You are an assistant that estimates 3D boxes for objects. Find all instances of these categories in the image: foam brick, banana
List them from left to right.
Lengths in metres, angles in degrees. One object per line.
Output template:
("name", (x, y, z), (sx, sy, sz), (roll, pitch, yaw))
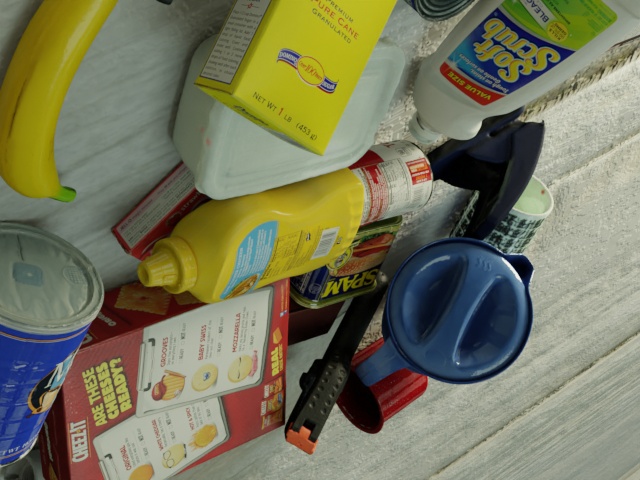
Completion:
("banana", (-0.163, -0.094, 0.647), (0.069, 0.037, 0.198), (-38, 159, -50))
("foam brick", (-0.026, 0.062, 1.006), (0.078, 0.051, 0.053), (-13, 141, -41))

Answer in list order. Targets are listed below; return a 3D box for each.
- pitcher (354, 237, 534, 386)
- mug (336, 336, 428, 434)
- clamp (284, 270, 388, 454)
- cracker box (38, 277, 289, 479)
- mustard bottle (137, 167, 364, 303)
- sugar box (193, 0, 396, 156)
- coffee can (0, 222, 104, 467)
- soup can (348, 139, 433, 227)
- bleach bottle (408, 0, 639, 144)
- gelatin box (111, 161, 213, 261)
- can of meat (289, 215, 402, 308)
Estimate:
("pitcher", (0.114, 0.084, 1.068), (0.243, 0.149, 0.145), (97, 2, -81))
("mug", (0.063, 0.163, 1.228), (0.081, 0.093, 0.117), (-29, 180, -30))
("clamp", (0.001, 0.137, 1.017), (0.165, 0.036, 0.209), (-60, -178, 35))
("cracker box", (-0.129, 0.112, 0.892), (0.213, 0.072, 0.164), (-19, 125, -34))
("mustard bottle", (-0.056, 0.001, 0.814), (0.191, 0.058, 0.096), (-19, 147, -40))
("sugar box", (0.000, -0.152, 0.672), (0.093, 0.048, 0.176), (29, 87, -47))
("coffee can", (-0.221, 0.073, 0.730), (0.102, 0.103, 0.140), (-6, 136, -47))
("soup can", (0.040, -0.047, 0.920), (0.102, 0.069, 0.069), (-16, 143, -39))
("bleach bottle", (0.156, -0.149, 0.848), (0.068, 0.102, 0.251), (-44, 180, -42))
("gelatin box", (-0.106, -0.016, 0.823), (0.089, 0.030, 0.073), (-44, 151, 3))
("can of meat", (0.019, 0.006, 0.981), (0.101, 0.057, 0.084), (-14, 138, -41))
